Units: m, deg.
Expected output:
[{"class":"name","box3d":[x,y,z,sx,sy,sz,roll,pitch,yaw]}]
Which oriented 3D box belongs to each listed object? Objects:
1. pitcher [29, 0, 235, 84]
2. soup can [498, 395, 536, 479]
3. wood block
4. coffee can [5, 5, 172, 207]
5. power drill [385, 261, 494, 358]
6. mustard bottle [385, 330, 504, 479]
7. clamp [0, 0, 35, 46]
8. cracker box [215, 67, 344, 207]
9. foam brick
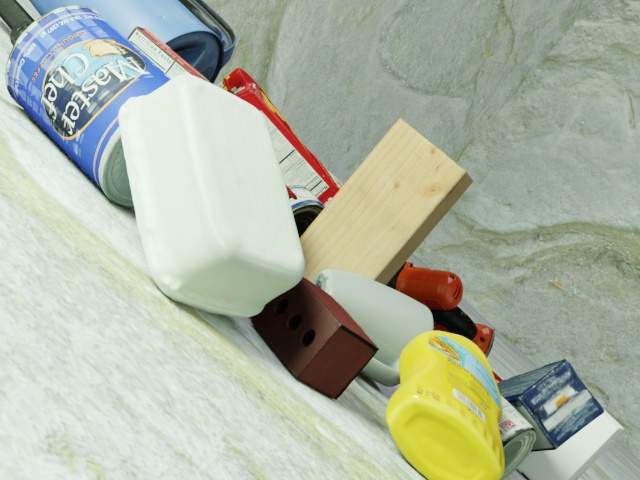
[{"class":"pitcher","box3d":[-0.215,-0.244,1.136,0.243,0.145,0.149,48,8,20]},{"class":"soup can","box3d":[0.133,0.159,0.948,0.102,0.068,0.068,44,6,34]},{"class":"wood block","box3d":[0.056,-0.015,1.117,0.090,0.206,0.090,41,6,13]},{"class":"coffee can","box3d":[-0.170,-0.108,0.853,0.140,0.103,0.102,42,6,27]},{"class":"power drill","box3d":[0.123,0.089,1.345,0.185,0.057,0.187,7,-25,40]},{"class":"mustard bottle","box3d":[0.104,0.123,0.861,0.096,0.058,0.191,40,20,-5]},{"class":"clamp","box3d":[-0.291,-0.202,1.169,0.164,0.036,0.210,39,7,-35]},{"class":"cracker box","box3d":[-0.045,-0.098,1.267,0.213,0.072,0.164,47,5,-17]},{"class":"foam brick","box3d":[-0.005,0.070,0.797,0.051,0.053,0.078,35,6,-42]}]
